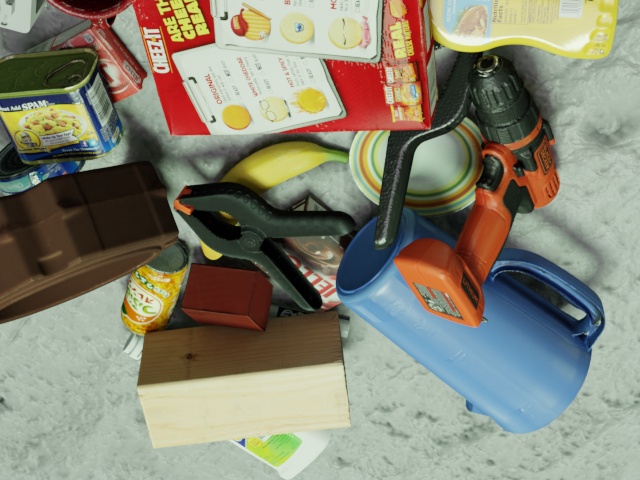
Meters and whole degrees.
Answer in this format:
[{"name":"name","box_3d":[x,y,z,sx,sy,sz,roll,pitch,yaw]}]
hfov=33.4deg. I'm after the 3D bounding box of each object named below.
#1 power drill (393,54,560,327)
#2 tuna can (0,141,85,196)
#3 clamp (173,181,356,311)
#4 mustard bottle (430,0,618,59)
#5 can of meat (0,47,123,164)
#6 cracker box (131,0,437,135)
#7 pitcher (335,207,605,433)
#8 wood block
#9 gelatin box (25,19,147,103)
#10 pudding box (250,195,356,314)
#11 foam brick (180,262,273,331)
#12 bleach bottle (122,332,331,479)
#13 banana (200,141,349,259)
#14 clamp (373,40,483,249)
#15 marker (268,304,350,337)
[{"name":"power drill","box_3d":[0.133,-0.037,0.889,0.057,0.187,0.184,18,158,37]},{"name":"tuna can","box_3d":[-0.265,-0.073,1.002,0.086,0.086,0.033,-13,127,21]},{"name":"clamp","box_3d":[-0.057,0.001,1.005,0.171,0.039,0.120,19,124,11]},{"name":"mustard bottle","box_3d":[0.132,-0.195,0.832,0.191,0.058,0.096,4,107,7]},{"name":"can of meat","box_3d":[-0.232,-0.116,0.935,0.102,0.057,0.084,-3,135,13]},{"name":"cracker box","box_3d":[-0.024,-0.166,0.804,0.214,0.072,0.164,0,130,14]},{"name":"pitcher","box_3d":[0.142,0.068,1.023,0.242,0.149,0.145,35,170,-23]},{"name":"wood block","box_3d":[-0.077,0.144,1.109,0.206,0.091,0.090,-6,125,2]},{"name":"gelatin box","box_3d":[-0.213,-0.152,0.958,0.089,0.030,0.073,-19,126,25]},{"name":"pudding box","box_3d":[-0.006,0.017,1.069,0.090,0.039,0.113,-31,120,33]},{"name":"foam brick","box_3d":[-0.095,0.058,1.093,0.078,0.051,0.053,6,160,19]},{"name":"bleach bottle","box_3d":[-0.113,0.178,1.220,0.250,0.068,0.103,31,128,-15]},{"name":"banana","box_3d":[-0.065,-0.044,1.025,0.198,0.037,0.069,-33,117,33]},{"name":"clamp","box_3d":[0.068,-0.103,0.915,0.210,0.036,0.164,-37,92,21]},{"name":"marker","box_3d":[-0.028,0.082,1.146,0.121,0.020,0.020,13,133,-1]}]
